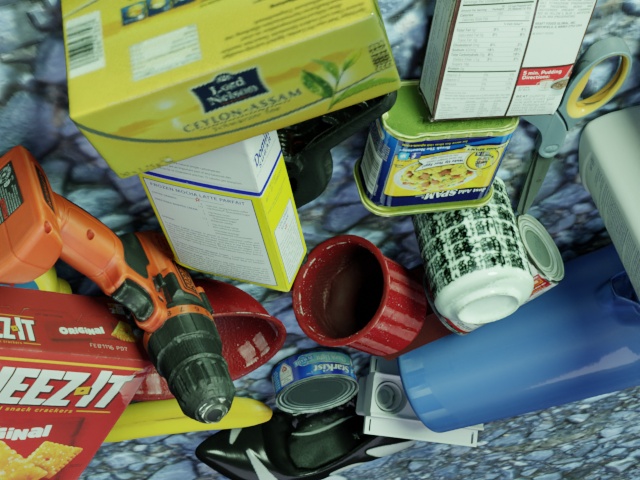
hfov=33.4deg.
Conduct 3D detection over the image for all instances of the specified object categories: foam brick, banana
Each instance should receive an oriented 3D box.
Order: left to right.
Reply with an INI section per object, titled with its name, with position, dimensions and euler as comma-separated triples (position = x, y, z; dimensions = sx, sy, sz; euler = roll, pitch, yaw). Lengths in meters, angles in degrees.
[banana]
position = -0.145, 0.181, 1.095
dimensions = 0.197, 0.037, 0.070
euler = -5, 168, -10
[foam brick]
position = 0.077, 0.066, 0.967
dimensions = 0.078, 0.051, 0.053
euler = -26, 146, 20

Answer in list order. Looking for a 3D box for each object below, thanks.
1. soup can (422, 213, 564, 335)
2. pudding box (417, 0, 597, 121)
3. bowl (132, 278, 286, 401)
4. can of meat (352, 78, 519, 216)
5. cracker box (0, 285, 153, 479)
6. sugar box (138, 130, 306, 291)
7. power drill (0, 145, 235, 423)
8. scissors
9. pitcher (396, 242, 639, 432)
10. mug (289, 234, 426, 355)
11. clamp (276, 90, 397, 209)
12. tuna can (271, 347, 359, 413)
[soup can]
position = 0.149, 0.029, 0.917
dimensions = 0.102, 0.068, 0.068
euler = -34, 143, 30
[pudding box]
position = 0.115, -0.127, 0.665
dimensions = 0.090, 0.039, 0.113
euler = -3, 139, -9
[bowl]
position = -0.112, 0.078, 0.904
dimensions = 0.162, 0.055, 0.162
euler = -15, 153, -8
[can of meat]
position = 0.080, -0.067, 0.746
dimensions = 0.102, 0.057, 0.084
euler = -6, 146, -13
[cracker box]
position = -0.243, 0.133, 0.794
dimensions = 0.163, 0.072, 0.214
euler = 10, 128, -39
[sugar box]
position = -0.069, -0.039, 0.702
dimensions = 0.093, 0.048, 0.176
euler = 13, 146, 17
[power drill]
position = -0.143, 0.030, 0.719
dimensions = 0.057, 0.185, 0.187
euler = -42, 134, 7
[scissors]
position = 0.156, -0.078, 0.793
dimensions = 0.096, 0.016, 0.202
euler = 3, 146, -21
[pitcher]
position = 0.204, 0.100, 1.003
dimensions = 0.243, 0.145, 0.149
euler = -21, 110, 21
[mug]
position = 0.027, 0.049, 0.898
dimensions = 0.117, 0.093, 0.081
euler = 5, 168, 36
[clamp]
position = -0.034, -0.068, 0.721
dimensions = 0.120, 0.039, 0.172
euler = 17, 143, -14
[tuna can]
position = -0.006, 0.142, 1.079
dimensions = 0.086, 0.034, 0.086
euler = -9, 149, -6
